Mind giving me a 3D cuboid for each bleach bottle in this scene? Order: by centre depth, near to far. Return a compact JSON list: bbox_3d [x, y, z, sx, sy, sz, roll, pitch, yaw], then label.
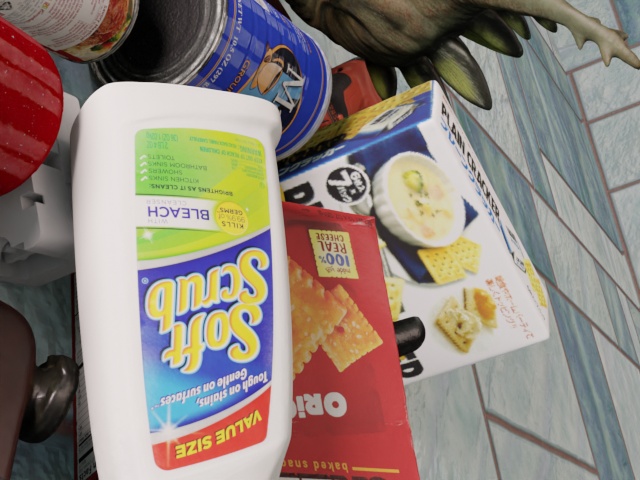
[{"bbox_3d":[-0.051,0.054,0.463,0.102,0.068,0.251,4,62,-29],"label":"bleach bottle"}]

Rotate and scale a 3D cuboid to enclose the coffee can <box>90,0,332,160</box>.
[{"bbox_3d":[-0.068,-0.118,0.698,0.140,0.103,0.103,25,48,-60],"label":"coffee can"}]

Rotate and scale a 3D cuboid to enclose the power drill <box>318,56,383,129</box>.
[{"bbox_3d":[0.026,-0.086,0.952,0.184,0.057,0.187,66,22,-7],"label":"power drill"}]

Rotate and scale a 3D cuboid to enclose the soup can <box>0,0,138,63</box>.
[{"bbox_3d":[-0.153,-0.139,0.565,0.102,0.069,0.068,12,60,-64],"label":"soup can"}]

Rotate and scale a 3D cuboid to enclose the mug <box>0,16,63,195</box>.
[{"bbox_3d":[-0.166,-0.053,0.447,0.081,0.093,0.117,30,74,-64],"label":"mug"}]

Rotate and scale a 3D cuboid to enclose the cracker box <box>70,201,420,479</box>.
[{"bbox_3d":[-0.038,0.079,0.545,0.163,0.072,0.214,10,56,-30],"label":"cracker box"}]
